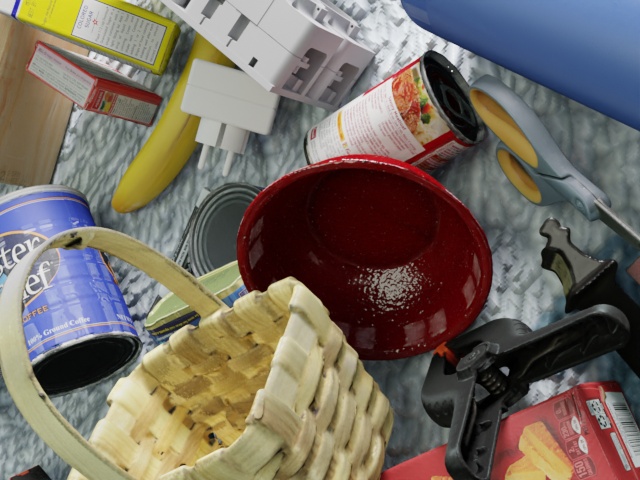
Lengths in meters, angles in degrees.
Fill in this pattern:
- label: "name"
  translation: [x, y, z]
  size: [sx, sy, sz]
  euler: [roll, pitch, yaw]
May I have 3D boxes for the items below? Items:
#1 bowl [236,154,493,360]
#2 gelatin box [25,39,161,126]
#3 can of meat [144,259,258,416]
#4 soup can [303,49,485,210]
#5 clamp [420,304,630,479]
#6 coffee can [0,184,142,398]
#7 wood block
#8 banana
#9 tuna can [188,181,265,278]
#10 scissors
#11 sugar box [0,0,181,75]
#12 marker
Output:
- label: "bowl"
  translation: [0.030, 0.001, 0.683]
  size: [0.162, 0.162, 0.055]
  euler: [-28, 28, 30]
- label: "gelatin box"
  translation: [-0.186, -0.127, 0.873]
  size: [0.089, 0.073, 0.030]
  euler: [32, 103, 34]
- label: "can of meat"
  translation: [-0.062, 0.067, 0.748]
  size: [0.102, 0.057, 0.084]
  euler: [-25, 108, 31]
- label: "soup can"
  translation: [0.048, -0.070, 0.703]
  size: [0.102, 0.068, 0.068]
  euler: [-30, 68, 30]
- label: "clamp"
  translation: [0.092, 0.085, 0.602]
  size: [0.120, 0.172, 0.039]
  euler: [-38, 93, -16]
- label: "coffee can"
  translation: [-0.214, 0.041, 0.855]
  size: [0.103, 0.102, 0.140]
  euler: [-37, 65, 26]
- label: "wood block"
  translation: [-0.267, -0.158, 0.925]
  size: [0.091, 0.090, 0.206]
  euler: [21, 96, 35]
- label: "banana"
  translation: [-0.109, -0.101, 0.842]
  size: [0.198, 0.037, 0.070]
  euler: [-63, 27, 9]
- label: "tuna can"
  translation: [-0.055, 0.001, 0.789]
  size: [0.086, 0.033, 0.086]
  euler: [-5, 81, 35]
- label: "scissors"
  translation: [0.149, -0.018, 0.609]
  size: [0.016, 0.096, 0.202]
  euler: [-34, 60, -5]
- label: "sugar box"
  translation: [-0.197, -0.178, 0.819]
  size: [0.176, 0.093, 0.048]
  euler: [22, 94, -8]
- label: "marker"
  translation: [-0.107, 0.016, 0.833]
  size: [0.020, 0.020, 0.121]
  euler: [32, 103, 34]
